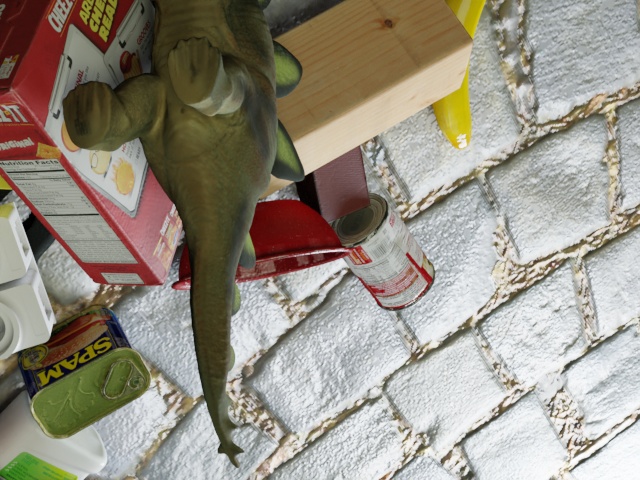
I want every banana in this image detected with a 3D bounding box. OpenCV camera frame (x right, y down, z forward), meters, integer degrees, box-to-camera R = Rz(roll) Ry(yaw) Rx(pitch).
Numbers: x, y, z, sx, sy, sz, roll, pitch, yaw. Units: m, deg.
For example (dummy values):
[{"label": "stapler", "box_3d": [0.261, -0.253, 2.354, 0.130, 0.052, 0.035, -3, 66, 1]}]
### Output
[{"label": "banana", "box_3d": [0.132, -0.176, 0.980, 0.069, 0.037, 0.198, 1, 116, -26]}]

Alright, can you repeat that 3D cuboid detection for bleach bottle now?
[{"label": "bleach bottle", "box_3d": [-0.317, 0.255, 0.975, 0.251, 0.068, 0.102, -46, 126, 5]}]

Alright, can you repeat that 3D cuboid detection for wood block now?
[{"label": "wood block", "box_3d": [0.013, -0.132, 0.892, 0.206, 0.091, 0.090, -30, 165, -9]}]

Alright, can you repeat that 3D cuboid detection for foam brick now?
[{"label": "foam brick", "box_3d": [0.007, -0.064, 0.969, 0.051, 0.053, 0.078, -22, 123, -15]}]

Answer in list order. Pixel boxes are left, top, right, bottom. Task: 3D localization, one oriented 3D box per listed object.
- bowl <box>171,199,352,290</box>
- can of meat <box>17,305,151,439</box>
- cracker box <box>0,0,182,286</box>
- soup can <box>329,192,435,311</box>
[{"label": "bowl", "box_3d": [-0.056, 0.001, 0.936, 0.161, 0.162, 0.055, -10, 83, -22]}, {"label": "can of meat", "box_3d": [-0.210, 0.112, 0.936, 0.102, 0.084, 0.057, -29, 125, -10]}, {"label": "cracker box", "box_3d": [-0.160, -0.092, 0.751, 0.072, 0.164, 0.213, -1, 144, 22]}, {"label": "soup can", "box_3d": [0.058, 0.012, 1.026, 0.068, 0.069, 0.102, -40, 126, -2]}]
